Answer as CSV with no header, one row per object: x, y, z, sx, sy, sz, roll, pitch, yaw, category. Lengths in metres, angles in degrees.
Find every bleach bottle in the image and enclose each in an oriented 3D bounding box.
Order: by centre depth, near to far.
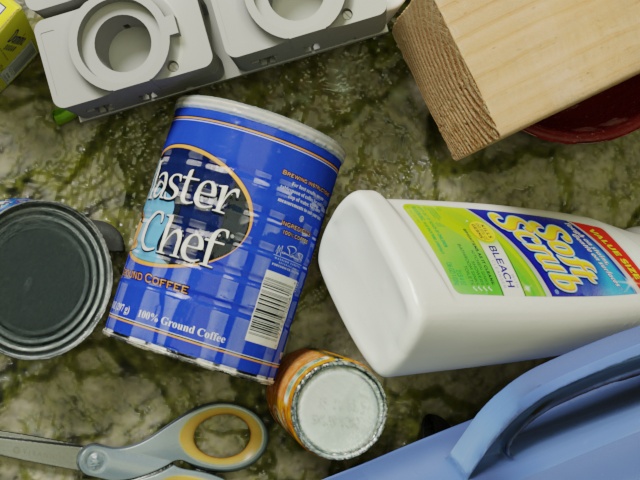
0.130,0.019,0.627,0.250,0.068,0.103,-3,49,-31,bleach bottle

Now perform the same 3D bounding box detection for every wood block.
0.157,-0.132,0.596,0.206,0.091,0.090,-26,89,-8,wood block

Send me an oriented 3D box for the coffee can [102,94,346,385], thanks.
-0.054,0.001,0.610,0.102,0.103,0.140,18,84,-6,coffee can

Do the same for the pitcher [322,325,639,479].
0.111,0.143,0.580,0.242,0.145,0.149,-14,82,-20,pitcher

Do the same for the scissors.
-0.118,0.117,0.638,0.201,0.016,0.096,28,82,-5,scissors

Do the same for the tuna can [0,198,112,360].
-0.158,0.020,0.576,0.085,0.034,0.086,-5,98,-39,tuna can
